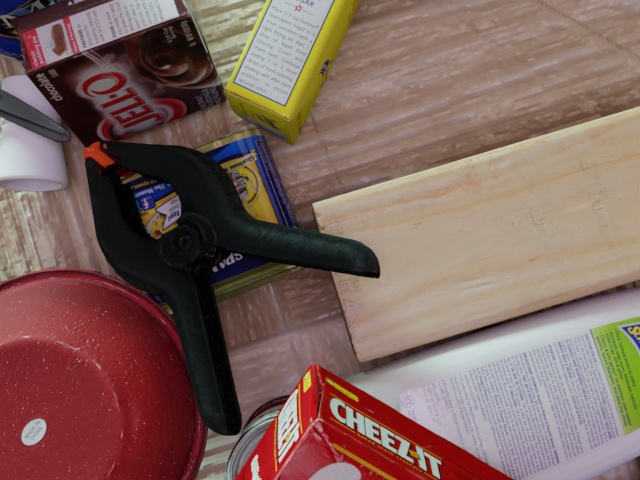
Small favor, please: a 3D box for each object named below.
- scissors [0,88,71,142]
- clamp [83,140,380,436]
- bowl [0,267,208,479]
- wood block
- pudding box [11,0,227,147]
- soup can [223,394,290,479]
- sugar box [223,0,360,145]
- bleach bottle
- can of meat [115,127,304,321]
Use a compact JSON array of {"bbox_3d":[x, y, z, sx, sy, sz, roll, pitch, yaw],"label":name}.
[{"bbox_3d":[-0.240,-0.087,0.621,0.202,0.016,0.096,42,96,15],"label":"scissors"},{"bbox_3d":[-0.054,0.001,0.554,0.120,0.039,0.171,-38,75,1],"label":"clamp"},{"bbox_3d":[-0.142,0.094,0.556,0.162,0.055,0.162,0,87,4],"label":"bowl"},{"bbox_3d":[0.106,-0.005,0.597,0.206,0.091,0.090,-16,88,-1],"label":"wood block"},{"bbox_3d":[-0.107,-0.098,0.591,0.090,0.113,0.039,-21,71,-1],"label":"pudding box"},{"bbox_3d":[-0.015,0.123,0.586,0.068,0.102,0.068,0,87,0],"label":"soup can"},{"bbox_3d":[0.003,-0.146,0.604,0.048,0.093,0.176,27,88,1],"label":"sugar box"},{"bbox_3d":[0.143,0.084,0.573,0.250,0.068,0.102,-16,89,-3],"label":"bleach bottle"},{"bbox_3d":[-0.064,-0.008,0.616,0.102,0.057,0.084,-21,86,-1],"label":"can of meat"}]
